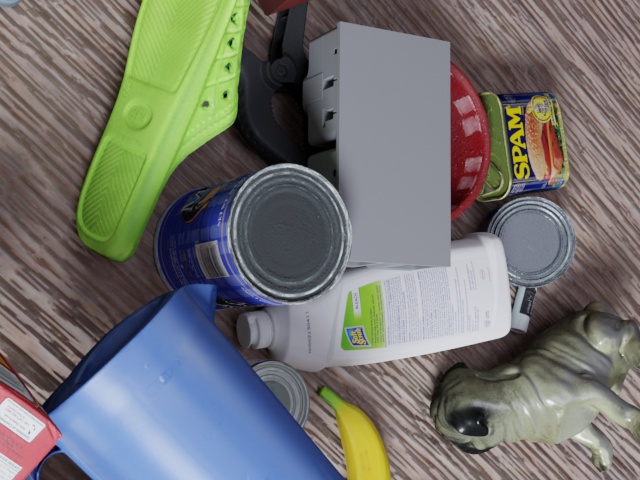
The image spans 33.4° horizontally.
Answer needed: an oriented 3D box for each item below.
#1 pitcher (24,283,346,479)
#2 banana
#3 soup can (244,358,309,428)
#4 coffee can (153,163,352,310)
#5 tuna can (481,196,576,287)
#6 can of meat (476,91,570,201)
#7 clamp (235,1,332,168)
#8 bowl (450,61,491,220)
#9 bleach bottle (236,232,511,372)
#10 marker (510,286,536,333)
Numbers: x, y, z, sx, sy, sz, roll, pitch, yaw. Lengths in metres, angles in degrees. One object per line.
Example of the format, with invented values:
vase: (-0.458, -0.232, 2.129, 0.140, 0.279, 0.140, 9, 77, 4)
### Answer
pitcher: (-0.072, 0.163, 0.710, 0.243, 0.149, 0.145, 48, 24, -8)
banana: (0.027, 0.222, 0.890, 0.069, 0.037, 0.198, 7, 61, -14)
soup can: (-0.061, 0.125, 0.830, 0.068, 0.102, 0.068, 3, 84, -30)
coffee can: (-0.055, 0.001, 0.822, 0.102, 0.141, 0.103, 3, 83, -30)
tuna can: (0.196, 0.002, 1.011, 0.086, 0.034, 0.086, 0, 89, -3)
can of meat: (0.187, -0.092, 1.022, 0.083, 0.058, 0.102, -8, 90, -33)
clamp: (-0.035, -0.148, 0.909, 0.164, 0.036, 0.210, -33, 98, -28)
bowl: (0.073, -0.089, 0.955, 0.161, 0.055, 0.162, 3, 84, -30)
bleach bottle: (0.046, 0.054, 0.923, 0.250, 0.068, 0.102, -6, 88, -28)
marker: (0.206, 0.031, 1.041, 0.020, 0.020, 0.121, 25, 73, -26)
